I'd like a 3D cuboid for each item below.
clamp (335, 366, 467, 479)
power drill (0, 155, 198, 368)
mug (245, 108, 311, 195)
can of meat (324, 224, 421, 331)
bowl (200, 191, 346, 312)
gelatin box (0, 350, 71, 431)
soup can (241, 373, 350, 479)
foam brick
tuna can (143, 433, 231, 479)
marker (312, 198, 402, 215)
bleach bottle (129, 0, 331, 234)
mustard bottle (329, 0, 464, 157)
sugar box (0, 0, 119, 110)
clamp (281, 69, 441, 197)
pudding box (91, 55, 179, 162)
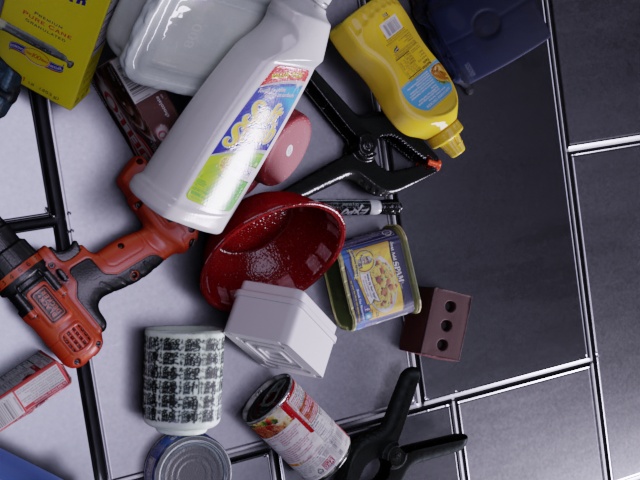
[{"bbox_3d":[0.087,0.239,1.194,0.120,0.039,0.171,44,80,-15],"label":"clamp"},{"bbox_3d":[-0.228,0.001,1.030,0.187,0.057,0.184,-40,98,-19],"label":"power drill"},{"bbox_3d":[-0.070,-0.097,1.071,0.082,0.093,0.117,32,89,20],"label":"mug"},{"bbox_3d":[0.054,0.042,1.165,0.083,0.058,0.102,-16,97,-22],"label":"can of meat"},{"bbox_3d":[-0.057,0.001,1.086,0.161,0.162,0.055,-15,53,-24],"label":"bowl"},{"bbox_3d":[-0.283,0.143,1.001,0.089,0.073,0.030,-35,106,-21],"label":"gelatin box"},{"bbox_3d":[-0.024,0.198,1.125,0.102,0.069,0.068,48,72,-18],"label":"soup can"},{"bbox_3d":[0.129,0.094,1.203,0.052,0.051,0.078,14,85,-24],"label":"foam brick"},{"bbox_3d":[-0.135,0.238,1.092,0.086,0.034,0.086,0,91,-25],"label":"tuna can"},{"bbox_3d":[0.036,-0.037,1.176,0.120,0.020,0.020,-1,91,-25],"label":"marker"},{"bbox_3d":[-0.069,-0.130,0.974,0.102,0.068,0.251,20,105,-54],"label":"bleach bottle"},{"bbox_3d":[0.096,-0.172,1.162,0.191,0.058,0.096,53,48,-7],"label":"mustard bottle"},{"bbox_3d":[-0.233,-0.211,0.959,0.093,0.176,0.048,28,42,-3],"label":"sugar box"},{"bbox_3d":[0.036,-0.092,1.163,0.209,0.036,0.164,19,77,-27],"label":"clamp"},{"bbox_3d":[-0.175,-0.126,1.038,0.039,0.090,0.113,-32,103,-23],"label":"pudding box"}]
